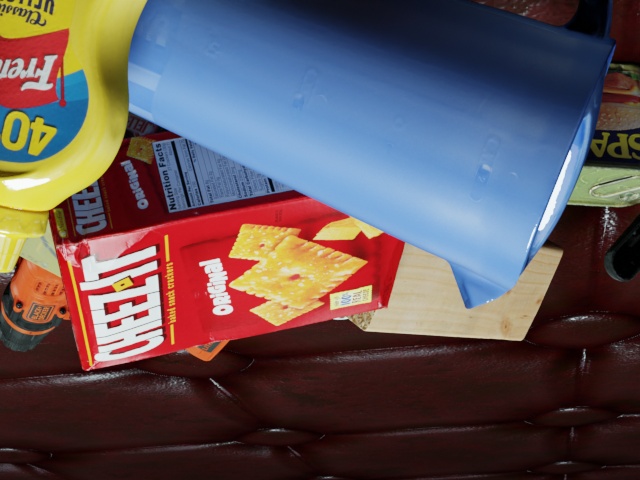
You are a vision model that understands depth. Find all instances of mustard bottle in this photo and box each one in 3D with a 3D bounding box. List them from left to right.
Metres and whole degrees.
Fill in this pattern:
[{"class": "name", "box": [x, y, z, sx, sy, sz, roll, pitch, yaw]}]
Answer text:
[{"class": "mustard bottle", "box": [-0.136, -0.079, 0.507, 0.096, 0.192, 0.058, 15, -174, 13]}]

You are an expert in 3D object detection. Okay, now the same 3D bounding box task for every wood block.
[{"class": "wood block", "box": [0.091, 0.017, 0.853, 0.205, 0.090, 0.091, 8, -161, -46]}]

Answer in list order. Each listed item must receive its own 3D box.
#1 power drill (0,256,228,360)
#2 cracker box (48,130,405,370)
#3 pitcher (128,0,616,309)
[{"class": "power drill", "box": [-0.171, 0.058, 0.897, 0.187, 0.057, 0.185, 9, 153, -22]}, {"class": "cracker box", "box": [-0.054, 0.001, 0.664, 0.213, 0.072, 0.164, -12, 150, -13]}, {"class": "pitcher", "box": [0.021, -0.087, 0.547, 0.243, 0.149, 0.145, 23, 151, 12]}]
